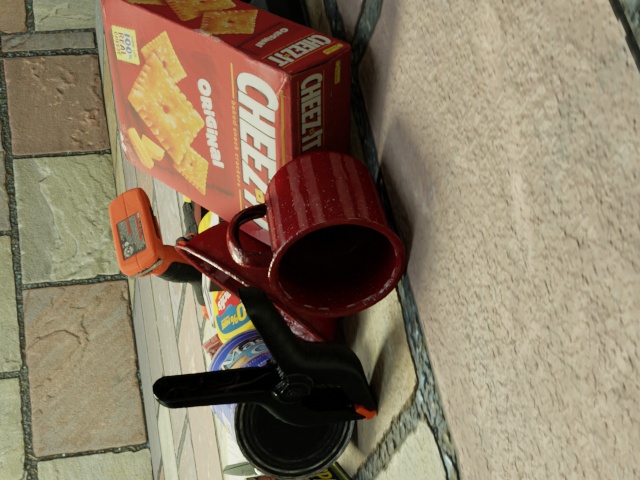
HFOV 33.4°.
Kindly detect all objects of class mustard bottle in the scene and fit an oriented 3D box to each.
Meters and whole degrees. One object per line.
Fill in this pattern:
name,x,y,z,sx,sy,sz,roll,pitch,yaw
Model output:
mustard bottle,-0.073,0.054,1.095,0.096,0.058,0.191,-30,63,38

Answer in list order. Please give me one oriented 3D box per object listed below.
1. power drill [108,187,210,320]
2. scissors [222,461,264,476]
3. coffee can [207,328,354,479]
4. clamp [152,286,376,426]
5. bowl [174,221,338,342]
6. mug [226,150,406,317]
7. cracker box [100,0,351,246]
power drill,-0.177,-0.001,1.318,0.187,0.057,0.184,27,-141,-54
scissors,-0.051,0.211,1.080,0.202,0.016,0.096,6,92,59
coffee can,-0.038,0.138,0.926,0.140,0.102,0.103,-161,66,-74
clamp,-0.022,0.090,0.773,0.120,0.171,0.039,-51,39,36
bowl,-0.041,0.029,0.890,0.055,0.162,0.162,-56,11,-9
mug,-0.006,-0.006,0.735,0.081,0.117,0.093,-103,9,-45
cracker box,-0.076,-0.102,0.835,0.214,0.072,0.164,30,137,34
